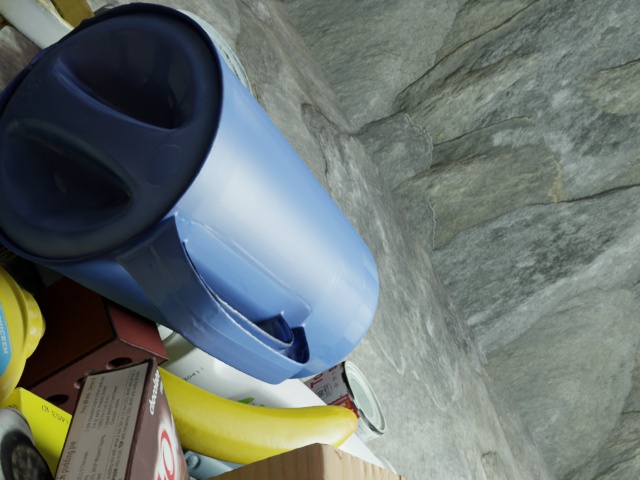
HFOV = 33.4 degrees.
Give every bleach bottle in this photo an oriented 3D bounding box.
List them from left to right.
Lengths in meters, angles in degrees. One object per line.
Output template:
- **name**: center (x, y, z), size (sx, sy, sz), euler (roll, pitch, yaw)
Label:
- **bleach bottle**: center (-0.043, 0.126, 0.751), size (0.250, 0.102, 0.068), euler (54, 5, -31)

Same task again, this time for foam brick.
- **foam brick**: center (-0.135, 0.057, 0.589), size (0.053, 0.078, 0.051), euler (36, 27, -59)

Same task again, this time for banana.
- **banana**: center (-0.055, 0.106, 0.664), size (0.197, 0.037, 0.069), euler (25, 48, -26)

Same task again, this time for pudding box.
- **pudding box**: center (-0.082, 0.118, 0.457), size (0.113, 0.039, 0.090), euler (-100, 179, -64)

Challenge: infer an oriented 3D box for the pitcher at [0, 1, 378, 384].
- **pitcher**: center (-0.054, 0.001, 0.571), size (0.242, 0.145, 0.149), euler (44, 58, -56)

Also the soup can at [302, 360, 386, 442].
- **soup can**: center (-0.007, 0.148, 0.857), size (0.068, 0.102, 0.068), euler (56, 12, -19)
